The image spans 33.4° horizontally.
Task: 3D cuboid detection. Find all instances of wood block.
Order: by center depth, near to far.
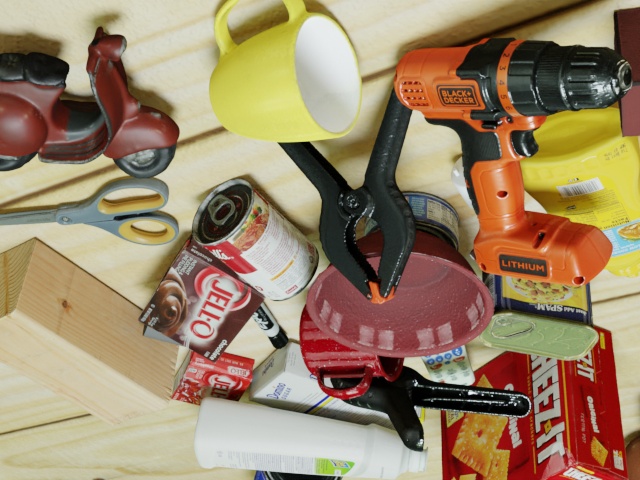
[{"bbox_3d":[-0.249,0.098,1.087,0.090,0.091,0.205,-22,134,31],"label":"wood block"}]

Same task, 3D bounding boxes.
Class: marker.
[{"bbox_3d":[-0.061,0.075,1.089,0.020,0.020,0.121,-9,140,19],"label":"marker"}]

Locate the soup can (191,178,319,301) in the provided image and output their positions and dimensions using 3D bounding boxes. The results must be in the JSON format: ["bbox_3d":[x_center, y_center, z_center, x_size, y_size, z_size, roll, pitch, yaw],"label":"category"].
[{"bbox_3d":[-0.056,0.001,0.950,0.069,0.068,0.102,-20,136,30],"label":"soup can"}]

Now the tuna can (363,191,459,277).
[{"bbox_3d":[0.081,-0.004,0.952,0.086,0.033,0.086,4,143,3],"label":"tuna can"}]

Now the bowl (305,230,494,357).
[{"bbox_3d":[0.070,0.038,0.932,0.162,0.055,0.162,4,143,3],"label":"bowl"}]

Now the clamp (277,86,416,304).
[{"bbox_3d":[0.022,-0.035,0.843,0.120,0.171,0.039,-3,-179,29],"label":"clamp"}]

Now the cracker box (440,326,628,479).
[{"bbox_3d":[0.208,0.197,1.092,0.072,0.164,0.214,21,141,-22],"label":"cracker box"}]

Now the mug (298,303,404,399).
[{"bbox_3d":[0.029,0.102,1.036,0.082,0.117,0.093,-5,142,23],"label":"mug"}]

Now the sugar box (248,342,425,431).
[{"bbox_3d":[0.019,0.171,1.184,0.176,0.048,0.093,24,143,-18],"label":"sugar box"}]

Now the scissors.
[{"bbox_3d":[-0.219,-0.014,0.996,0.202,0.016,0.096,-14,139,25],"label":"scissors"}]

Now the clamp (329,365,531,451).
[{"bbox_3d":[0.091,0.152,1.057,0.164,0.036,0.210,-5,-167,-34],"label":"clamp"}]

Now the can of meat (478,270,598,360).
[{"bbox_3d":[0.196,0.054,0.970,0.102,0.084,0.057,10,143,-5],"label":"can of meat"}]

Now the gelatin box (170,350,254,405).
[{"bbox_3d":[-0.121,0.157,1.197,0.073,0.030,0.089,16,142,-13],"label":"gelatin box"}]

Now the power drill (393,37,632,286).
[{"bbox_3d":[0.153,-0.058,0.769,0.185,0.057,0.187,10,131,46],"label":"power drill"}]

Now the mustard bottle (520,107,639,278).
[{"bbox_3d":[0.232,-0.027,0.879,0.096,0.058,0.191,-13,139,26],"label":"mustard bottle"}]

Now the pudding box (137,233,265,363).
[{"bbox_3d":[-0.111,0.056,1.027,0.090,0.039,0.114,31,129,-9],"label":"pudding box"}]

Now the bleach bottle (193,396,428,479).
[{"bbox_3d":[-0.009,0.227,1.175,0.251,0.068,0.102,7,154,4],"label":"bleach bottle"}]
